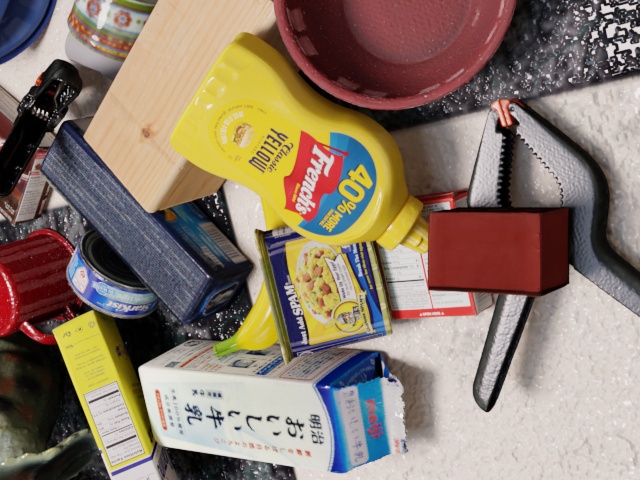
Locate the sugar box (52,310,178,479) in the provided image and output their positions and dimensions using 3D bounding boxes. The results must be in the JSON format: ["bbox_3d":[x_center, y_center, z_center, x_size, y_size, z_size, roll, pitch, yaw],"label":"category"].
[{"bbox_3d":[-0.175,0.150,0.933,0.048,0.093,0.176,-25,86,-3],"label":"sugar box"}]

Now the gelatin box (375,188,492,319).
[{"bbox_3d":[0.080,0.011,0.774,0.073,0.030,0.089,-7,100,38],"label":"gelatin box"}]

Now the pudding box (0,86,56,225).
[{"bbox_3d":[-0.301,-0.083,1.015,0.114,0.039,0.090,38,121,21],"label":"pudding box"}]

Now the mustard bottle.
[{"bbox_3d":[-0.002,-0.051,0.732,0.191,0.058,0.096,34,118,-5],"label":"mustard bottle"}]

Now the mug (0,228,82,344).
[{"bbox_3d":[-0.278,0.051,1.009,0.117,0.081,0.093,51,126,13],"label":"mug"}]

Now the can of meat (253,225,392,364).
[{"bbox_3d":[0.002,0.032,0.797,0.084,0.057,0.102,-13,98,0],"label":"can of meat"}]

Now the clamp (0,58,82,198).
[{"bbox_3d":[-0.239,-0.101,0.893,0.039,0.171,0.120,40,94,-18],"label":"clamp"}]

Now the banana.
[{"bbox_3d":[-0.038,0.007,0.840,0.069,0.037,0.198,6,104,-12],"label":"banana"}]

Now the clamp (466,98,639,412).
[{"bbox_3d":[0.145,0.010,0.713,0.165,0.036,0.210,-25,87,25],"label":"clamp"}]

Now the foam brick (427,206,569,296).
[{"bbox_3d":[0.113,0.005,0.678,0.078,0.052,0.051,1,97,32],"label":"foam brick"}]

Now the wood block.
[{"bbox_3d":[-0.085,-0.130,0.815,0.091,0.090,0.206,48,125,14],"label":"wood block"}]

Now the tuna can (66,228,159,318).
[{"bbox_3d":[-0.174,0.026,0.926,0.086,0.085,0.034,41,121,19],"label":"tuna can"}]

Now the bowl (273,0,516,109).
[{"bbox_3d":[0.053,-0.166,0.709,0.162,0.055,0.162,1,92,16],"label":"bowl"}]
